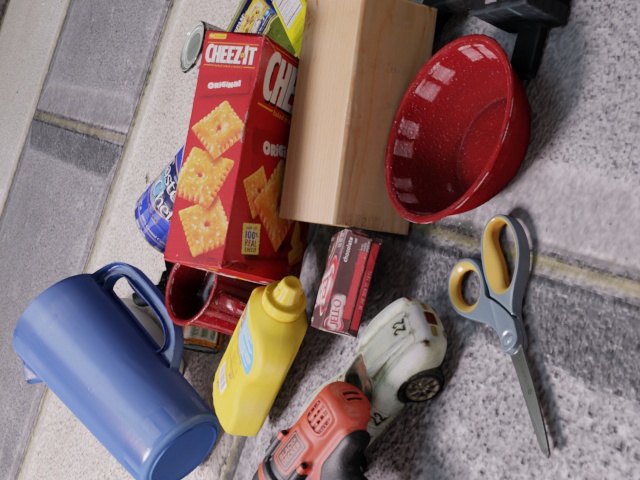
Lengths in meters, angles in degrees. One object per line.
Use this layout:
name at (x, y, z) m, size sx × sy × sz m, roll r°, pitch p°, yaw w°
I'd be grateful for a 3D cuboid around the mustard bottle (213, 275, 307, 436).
mustard bottle at (-0.055, 0.101, 1.032) m, size 0.192 × 0.058 × 0.096 m, roll 115°, pitch 159°, yaw -44°

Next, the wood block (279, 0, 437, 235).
wood block at (0.034, -0.114, 0.973) m, size 0.091 × 0.090 × 0.206 m, roll 8°, pitch 90°, yaw 56°

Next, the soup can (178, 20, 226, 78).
soup can at (-0.114, -0.220, 1.305) m, size 0.069 × 0.102 × 0.068 m, roll -36°, pitch 45°, yaw 47°

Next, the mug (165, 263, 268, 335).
mug at (-0.102, 0.059, 1.149) m, size 0.117 × 0.081 × 0.093 m, roll 20°, pitch 89°, yaw 52°

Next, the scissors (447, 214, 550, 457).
scissors at (0.134, 0.076, 0.813) m, size 0.096 × 0.016 × 0.201 m, roll -35°, pitch 46°, yaw 49°

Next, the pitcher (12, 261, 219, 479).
pitcher at (-0.218, 0.149, 1.186) m, size 0.243 × 0.144 × 0.149 m, roll 42°, pitch 141°, yaw 27°

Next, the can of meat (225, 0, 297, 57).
can of meat at (-0.063, -0.228, 1.206) m, size 0.102 × 0.057 × 0.084 m, roll -59°, pitch 35°, yaw 22°

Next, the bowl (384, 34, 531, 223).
bowl at (0.122, -0.084, 0.879) m, size 0.162 × 0.055 × 0.162 m, roll -36°, pitch 45°, yaw 47°

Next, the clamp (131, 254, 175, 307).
clamp at (-0.183, 0.043, 1.347) m, size 0.172 × 0.039 × 0.120 m, roll 19°, pitch 96°, yaw 55°

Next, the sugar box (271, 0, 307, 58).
sugar box at (0.005, -0.226, 1.116) m, size 0.048 × 0.093 × 0.176 m, roll -56°, pitch 33°, yaw 24°

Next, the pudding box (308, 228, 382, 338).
pudding box at (0.021, 0.039, 0.961) m, size 0.113 × 0.039 × 0.090 m, roll 136°, pitch 150°, yaw -85°

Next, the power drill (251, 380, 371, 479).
power drill at (0.011, 0.234, 0.842) m, size 0.188 × 0.057 × 0.185 m, roll 54°, pitch 125°, yaw 33°

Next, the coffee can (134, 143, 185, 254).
coffee can at (-0.145, -0.056, 1.270) m, size 0.141 × 0.102 × 0.103 m, roll -42°, pitch 41°, yaw 43°

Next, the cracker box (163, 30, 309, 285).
cracker box at (-0.060, -0.070, 1.011) m, size 0.072 × 0.164 × 0.214 m, roll 9°, pitch 85°, yaw 25°
